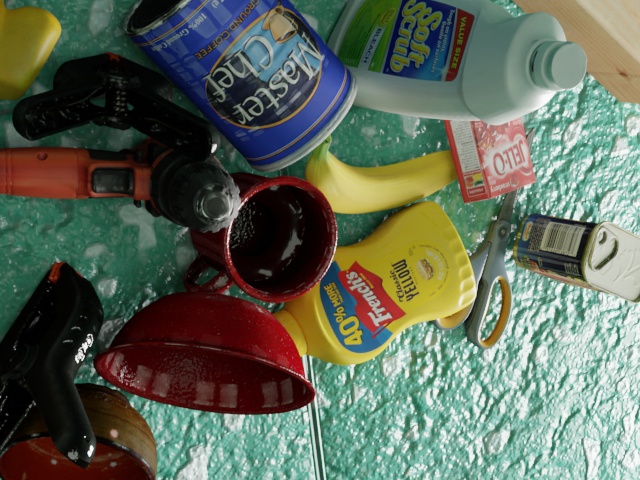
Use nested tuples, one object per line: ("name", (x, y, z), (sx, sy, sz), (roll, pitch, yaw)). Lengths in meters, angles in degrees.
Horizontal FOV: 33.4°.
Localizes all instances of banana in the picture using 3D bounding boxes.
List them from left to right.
("banana", (0.048, -0.049, 0.852), (0.197, 0.070, 0.037), (-2, 59, -50))

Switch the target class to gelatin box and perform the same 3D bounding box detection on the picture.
("gelatin box", (0.145, -0.075, 0.898), (0.089, 0.030, 0.073), (-17, 95, -51))

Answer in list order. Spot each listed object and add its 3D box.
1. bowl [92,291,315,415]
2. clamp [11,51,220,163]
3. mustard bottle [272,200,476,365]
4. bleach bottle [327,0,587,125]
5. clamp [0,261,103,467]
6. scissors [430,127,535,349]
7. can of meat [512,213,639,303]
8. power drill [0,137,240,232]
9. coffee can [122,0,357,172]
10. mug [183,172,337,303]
("bowl", (-0.081, 0.079, 0.779), (0.161, 0.162, 0.055), (23, 62, -30))
("clamp", (-0.123, -0.088, 0.689), (0.120, 0.171, 0.039), (15, 111, -9))
("mustard bottle", (0.031, 0.046, 0.869), (0.191, 0.058, 0.096), (-26, 99, -21))
("bleach bottle", (0.095, -0.135, 0.756), (0.068, 0.251, 0.102), (30, 85, -30))
("clamp", (-0.197, 0.097, 0.704), (0.165, 0.210, 0.036), (-33, 122, 21))
("scissors", (0.143, -0.001, 0.946), (0.096, 0.016, 0.202), (-1, 100, -29))
("can of meat", (0.234, 0.013, 0.951), (0.101, 0.084, 0.057), (20, 86, -40))
("power drill", (-0.155, -0.037, 0.690), (0.187, 0.185, 0.057), (1, 99, -19))
("coffee can", (-0.055, -0.132, 0.760), (0.102, 0.103, 0.140), (-50, 118, -11))
("mug", (-0.055, 0.001, 0.800), (0.117, 0.082, 0.093), (-45, 118, -14))
